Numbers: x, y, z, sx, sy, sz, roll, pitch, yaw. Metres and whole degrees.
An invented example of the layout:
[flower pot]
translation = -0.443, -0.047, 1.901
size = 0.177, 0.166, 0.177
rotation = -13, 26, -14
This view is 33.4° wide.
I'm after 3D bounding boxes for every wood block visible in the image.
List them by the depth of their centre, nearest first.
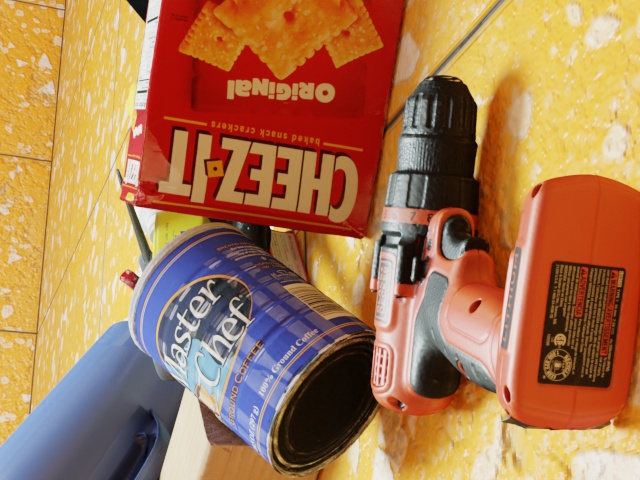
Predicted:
[wood block]
translation = -0.073, 0.204, 0.815
size = 0.090, 0.090, 0.206
rotation = -113, 36, -55

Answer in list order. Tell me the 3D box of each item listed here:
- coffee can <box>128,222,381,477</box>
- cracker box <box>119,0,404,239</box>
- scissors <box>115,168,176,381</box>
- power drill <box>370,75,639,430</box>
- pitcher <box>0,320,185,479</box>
[coffee can]
translation = -0.039, 0.065, 0.669
size = 0.140, 0.102, 0.103
rotation = 35, 120, 35
[cracker box]
translation = -0.036, -0.118, 0.721
size = 0.072, 0.164, 0.214
rotation = -159, 78, -72
[scissors]
translation = -0.136, 0.040, 0.857
size = 0.201, 0.016, 0.096
rotation = 74, -167, -55
[power drill]
translation = 0.080, 0.006, 0.515
size = 0.188, 0.057, 0.184
rotation = -170, 83, -73
[pitcher]
translation = -0.195, 0.186, 0.914
size = 0.242, 0.149, 0.145
rotation = -56, -13, -38
